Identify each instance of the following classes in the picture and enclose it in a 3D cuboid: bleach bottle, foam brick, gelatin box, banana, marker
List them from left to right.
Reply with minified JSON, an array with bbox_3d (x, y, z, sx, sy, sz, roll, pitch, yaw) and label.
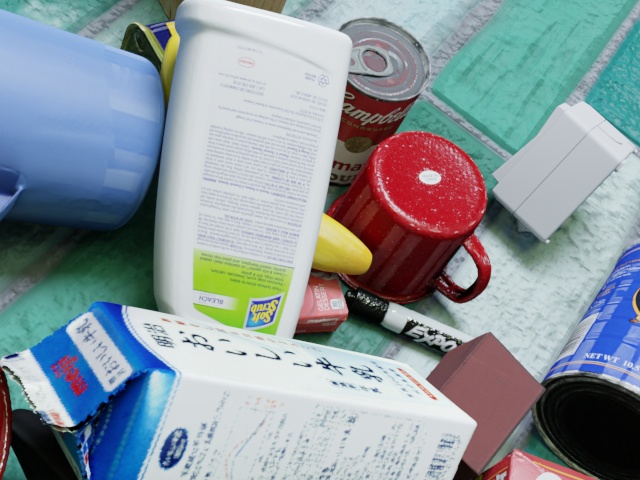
[{"bbox_3d":[-0.054,0.001,0.595,0.102,0.068,0.251,12,90,-14],"label":"bleach bottle"},{"bbox_3d":[-0.044,-0.052,0.646,0.069,0.037,0.198,-30,96,3],"label":"banana"},{"bbox_3d":[-0.029,0.017,0.675,0.073,0.030,0.089,-2,61,-22],"label":"gelatin box"},{"bbox_3d":[0.071,0.060,0.693,0.121,0.020,0.020,24,55,-5],"label":"marker"},{"bbox_3d":[0.086,0.103,0.645,0.051,0.053,0.078,47,60,-1],"label":"foam brick"}]

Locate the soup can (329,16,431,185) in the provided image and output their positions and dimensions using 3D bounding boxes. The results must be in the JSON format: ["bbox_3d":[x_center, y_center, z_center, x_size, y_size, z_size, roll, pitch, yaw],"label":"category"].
[{"bbox_3d":[0.023,-0.091,0.716,0.068,0.102,0.068,10,57,-15],"label":"soup can"}]

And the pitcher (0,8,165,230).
[{"bbox_3d":[-0.212,-0.067,0.578,0.242,0.145,0.149,11,93,-31],"label":"pitcher"}]

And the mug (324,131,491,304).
[{"bbox_3d":[0.064,-0.009,0.694,0.093,0.082,0.117,-34,76,-33],"label":"mug"}]
